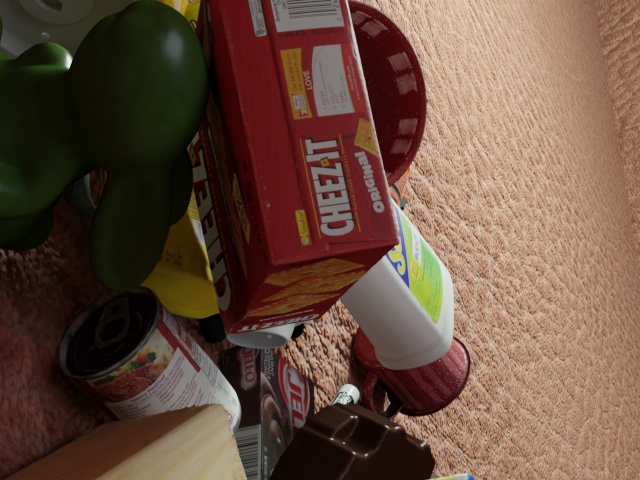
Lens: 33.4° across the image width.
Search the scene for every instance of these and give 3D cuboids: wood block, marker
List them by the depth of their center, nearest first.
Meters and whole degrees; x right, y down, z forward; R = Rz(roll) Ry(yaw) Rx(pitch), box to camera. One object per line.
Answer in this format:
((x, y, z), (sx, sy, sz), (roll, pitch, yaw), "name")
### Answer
((-0.121, 0.157, 0.510), (0.205, 0.091, 0.090), (-23, 98, -63), "wood block")
((0.007, 0.155, 0.896), (0.020, 0.020, 0.121), (70, 24, -11), "marker")

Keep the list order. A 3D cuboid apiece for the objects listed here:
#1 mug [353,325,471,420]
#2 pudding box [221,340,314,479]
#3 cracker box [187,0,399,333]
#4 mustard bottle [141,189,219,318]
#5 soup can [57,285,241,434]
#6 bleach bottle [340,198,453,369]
((0.077, 0.116, 1.009), (0.117, 0.093, 0.081), (-53, 129, -15), "mug")
((-0.037, 0.142, 0.783), (0.090, 0.039, 0.113), (44, 39, -52), "pudding box")
((-0.029, -0.045, 0.598), (0.214, 0.072, 0.164), (129, -50, -72), "cracker box")
((-0.096, -0.049, 0.737), (0.096, 0.058, 0.191), (32, 48, -50), "mustard bottle")
((-0.100, 0.085, 0.640), (0.102, 0.069, 0.068), (57, 30, -36), "soup can")
((0.020, -0.011, 0.805), (0.250, 0.068, 0.102), (51, 34, -38), "bleach bottle")
